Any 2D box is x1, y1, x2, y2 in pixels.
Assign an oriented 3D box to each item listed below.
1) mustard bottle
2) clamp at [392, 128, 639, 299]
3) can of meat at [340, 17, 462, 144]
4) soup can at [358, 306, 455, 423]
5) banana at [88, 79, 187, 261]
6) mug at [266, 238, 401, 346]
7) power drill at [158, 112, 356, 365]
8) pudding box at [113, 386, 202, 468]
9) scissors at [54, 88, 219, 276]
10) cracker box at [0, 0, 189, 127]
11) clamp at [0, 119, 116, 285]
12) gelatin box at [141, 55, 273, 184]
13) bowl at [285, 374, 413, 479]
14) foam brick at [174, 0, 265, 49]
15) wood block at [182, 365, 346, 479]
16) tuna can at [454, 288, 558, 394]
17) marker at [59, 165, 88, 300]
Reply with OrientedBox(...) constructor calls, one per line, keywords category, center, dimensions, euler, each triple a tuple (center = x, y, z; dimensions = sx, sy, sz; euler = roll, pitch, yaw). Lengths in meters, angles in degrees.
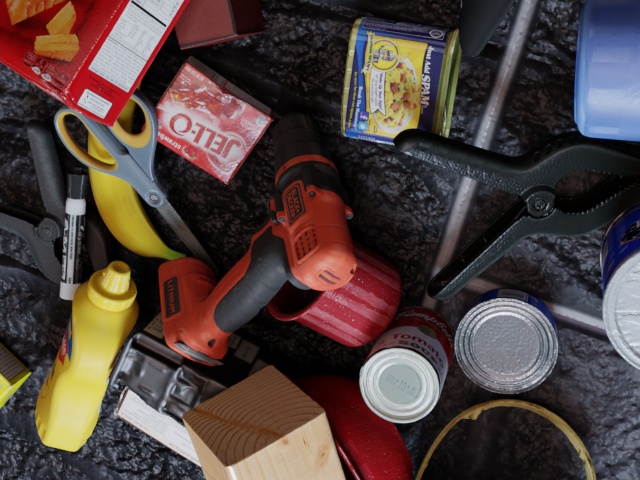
OrientedBox(category="mustard bottle", center=(-0.203, 0.093, 0.946), dimensions=(0.058, 0.096, 0.192), euler=(18, 126, -14))
OrientedBox(category="clamp", center=(0.163, -0.044, 0.845), dimensions=(0.210, 0.036, 0.164), euler=(-18, 125, 9))
OrientedBox(category="can of meat", center=(0.065, -0.126, 0.861), dimensions=(0.084, 0.057, 0.102), euler=(11, 108, 13))
OrientedBox(category="soup can", center=(0.074, 0.103, 0.897), dimensions=(0.068, 0.102, 0.068), euler=(4, 106, 13))
OrientedBox(category="banana", center=(-0.172, -0.068, 0.951), dimensions=(0.069, 0.037, 0.198), euler=(-14, 106, -10))
OrientedBox(category="mug", center=(0.006, 0.039, 0.901), dimensions=(0.081, 0.093, 0.117), euler=(30, 157, -34))
OrientedBox(category="power drill", center=(-0.056, 0.001, 0.881), dimensions=(0.057, 0.184, 0.188), euler=(29, 122, -34))
OrientedBox(category="pudding box", center=(-0.117, 0.154, 0.966), dimensions=(0.113, 0.090, 0.039), euler=(28, 110, 6))
OrientedBox(category="scissors", center=(-0.136, -0.056, 0.915), dimensions=(0.201, 0.016, 0.096), euler=(40, 121, -16))
OrientedBox(category="cracker box", center=(-0.178, -0.220, 0.828), dimensions=(0.164, 0.072, 0.214), euler=(33, 93, 29))
OrientedBox(category="clamp", center=(-0.242, -0.024, 0.976), dimensions=(0.171, 0.039, 0.120), euler=(40, 115, -6))
OrientedBox(category="gelatin box", center=(-0.095, -0.102, 0.913), dimensions=(0.089, 0.030, 0.073), euler=(33, 110, -11))
OrientedBox(category="bowl", center=(0.032, 0.173, 0.920), dimensions=(0.055, 0.162, 0.162), euler=(-31, 97, -11))
OrientedBox(category="foam brick", center=(-0.084, -0.188, 0.870), dimensions=(0.053, 0.078, 0.051), euler=(-10, 100, 16))
OrientedBox(category="wood block", center=(-0.030, 0.222, 0.882), dimensions=(0.090, 0.091, 0.206), euler=(-27, 120, -20))
OrientedBox(category="tuna can", center=(0.159, 0.085, 0.907), dimensions=(0.086, 0.033, 0.086), euler=(4, 106, 13))
OrientedBox(category="marker", center=(-0.219, -0.007, 0.950), dimensions=(0.020, 0.020, 0.121), euler=(10, 105, 11))
